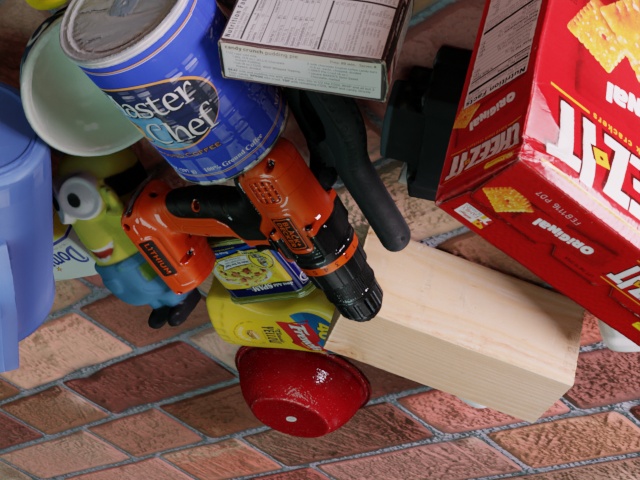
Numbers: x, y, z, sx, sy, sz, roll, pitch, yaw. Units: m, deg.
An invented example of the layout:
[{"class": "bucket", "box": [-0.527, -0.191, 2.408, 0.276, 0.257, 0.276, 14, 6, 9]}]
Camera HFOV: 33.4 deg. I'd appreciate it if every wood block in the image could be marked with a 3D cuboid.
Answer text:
[{"class": "wood block", "box": [0.119, 0.076, 0.958, 0.206, 0.090, 0.091, 20, 146, -2]}]

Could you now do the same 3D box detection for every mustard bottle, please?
[{"class": "mustard bottle", "box": [-0.009, 0.075, 1.045, 0.192, 0.058, 0.096, 4, 145, 19]}]

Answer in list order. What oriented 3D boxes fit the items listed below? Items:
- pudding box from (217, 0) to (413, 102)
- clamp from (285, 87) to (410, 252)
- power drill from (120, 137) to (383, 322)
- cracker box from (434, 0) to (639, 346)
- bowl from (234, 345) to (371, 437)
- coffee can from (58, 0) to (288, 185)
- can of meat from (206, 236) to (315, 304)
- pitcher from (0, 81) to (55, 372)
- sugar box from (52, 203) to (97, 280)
[{"class": "pudding box", "box": [-0.002, -0.141, 0.702, 0.113, 0.090, 0.039, 9, 145, 12]}, {"class": "clamp", "box": [0.018, -0.066, 0.808, 0.120, 0.039, 0.171, 36, 159, 34]}, {"class": "power drill", "box": [-0.056, 0.001, 0.869, 0.188, 0.057, 0.184, -6, 130, 35]}, {"class": "cracker box", "box": [0.166, -0.073, 0.610, 0.164, 0.213, 0.072, 32, 144, -21]}, {"class": "bowl", "box": [-0.027, 0.177, 1.202, 0.162, 0.055, 0.162, 13, 147, 8]}, {"class": "coffee can", "box": [-0.099, -0.120, 0.748, 0.103, 0.102, 0.140, -4, 146, 29]}, {"class": "can of meat", "box": [-0.060, 0.009, 0.975, 0.102, 0.057, 0.084, -9, 136, 33]}, {"class": "pitcher", "box": [-0.280, -0.010, 0.882, 0.149, 0.144, 0.243, 28, 144, 3]}, {"class": "sugar box", "box": [-0.288, -0.027, 1.040, 0.094, 0.048, 0.176, -10, 136, 35]}]
